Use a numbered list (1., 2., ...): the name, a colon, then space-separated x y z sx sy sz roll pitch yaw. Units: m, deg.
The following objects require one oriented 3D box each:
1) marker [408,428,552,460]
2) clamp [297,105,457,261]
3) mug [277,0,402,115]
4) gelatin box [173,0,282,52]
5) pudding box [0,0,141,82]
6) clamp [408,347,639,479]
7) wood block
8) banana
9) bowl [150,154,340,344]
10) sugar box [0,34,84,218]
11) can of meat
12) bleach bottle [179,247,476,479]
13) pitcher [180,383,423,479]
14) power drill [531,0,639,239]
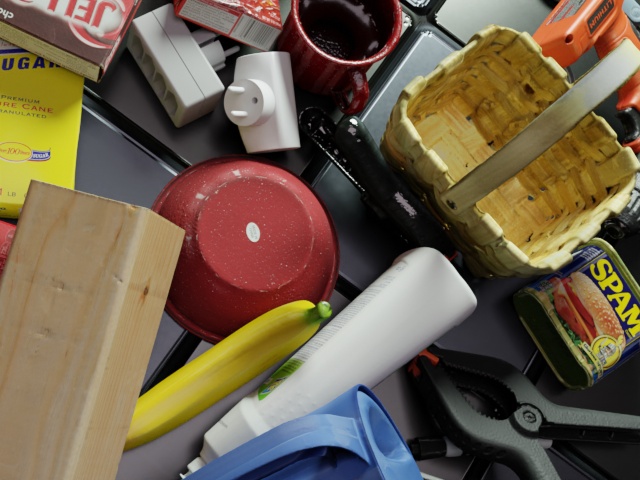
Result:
1. marker: 0.129 0.164 0.862 0.121 0.020 0.020 -2 76 -16
2. clamp: 0.045 -0.044 0.861 0.039 0.120 0.171 -38 118 0
3. mug: 0.015 -0.160 0.882 0.093 0.082 0.117 -14 80 -18
4. gelatin box: -0.077 -0.200 0.868 0.089 0.030 0.073 18 42 -28
5. pudding box: -0.199 -0.184 0.807 0.113 0.039 0.090 23 69 -7
6. clamp: 0.158 0.156 0.833 0.210 0.036 0.164 28 44 6
7. wood block: -0.172 0.075 0.732 0.090 0.090 0.206 14 83 12
8. banana: -0.075 0.095 0.791 0.198 0.069 0.037 -34 78 6
9. bowl: -0.055 0.001 0.835 0.162 0.055 0.162 4 74 -14
10. sugar box: -0.230 -0.105 0.820 0.093 0.048 0.176 5 76 -14
11. can of meat: 0.222 0.063 0.894 0.083 0.057 0.102 -31 86 -18
12. bleach bottle: 0.000 0.106 0.810 0.250 0.103 0.068 -38 91 -12
13. pitcher: -0.050 0.198 0.698 0.243 0.145 0.149 -27 96 8
14. power drill: 0.257 -0.119 0.925 0.187 0.057 0.184 50 59 -20
